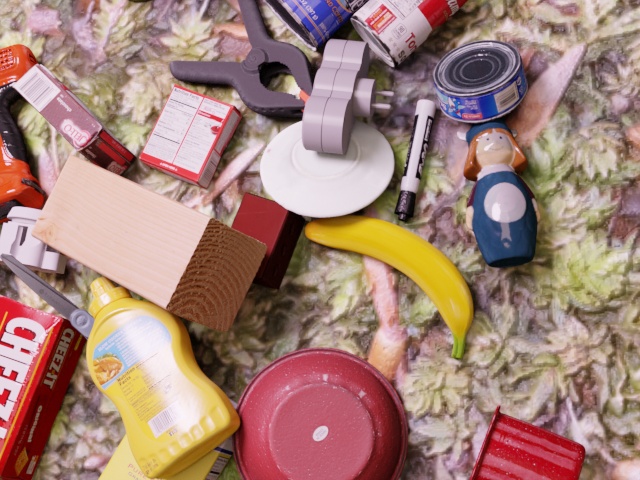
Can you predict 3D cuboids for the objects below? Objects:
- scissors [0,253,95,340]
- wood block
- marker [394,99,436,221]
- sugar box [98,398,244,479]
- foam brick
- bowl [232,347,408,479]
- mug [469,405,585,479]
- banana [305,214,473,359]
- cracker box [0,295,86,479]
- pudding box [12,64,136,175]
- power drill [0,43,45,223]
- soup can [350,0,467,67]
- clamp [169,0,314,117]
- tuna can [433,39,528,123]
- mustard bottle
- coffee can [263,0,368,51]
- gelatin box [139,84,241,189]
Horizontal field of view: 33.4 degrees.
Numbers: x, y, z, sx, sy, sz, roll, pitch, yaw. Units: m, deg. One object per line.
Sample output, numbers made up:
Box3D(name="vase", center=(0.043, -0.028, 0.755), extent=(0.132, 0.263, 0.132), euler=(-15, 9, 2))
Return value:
Box3D(name="scissors", center=(-0.209, 0.071, 1.023), extent=(0.096, 0.016, 0.201), euler=(-35, 99, -12))
Box3D(name="wood block", center=(-0.163, 0.001, 1.002), extent=(0.206, 0.090, 0.091), euler=(23, 86, 38))
Box3D(name="marker", center=(0.091, -0.077, 1.030), extent=(0.020, 0.020, 0.121), euler=(10, 78, 16))
Box3D(name="sugar box", center=(-0.147, 0.215, 0.999), extent=(0.093, 0.048, 0.176), euler=(27, 85, 19))
Box3D(name="foam brick", center=(-0.057, 0.001, 1.030), extent=(0.051, 0.053, 0.078), euler=(18, 81, 18))
Box3D(name="bowl", center=(0.000, 0.174, 0.947), extent=(0.162, 0.055, 0.162), euler=(0, 80, -1))
Box3D(name="mug", center=(0.170, 0.208, 0.905), extent=(0.081, 0.093, 0.117), euler=(20, 112, 13))
Box3D(name="banana", center=(0.074, 0.024, 0.999), extent=(0.198, 0.037, 0.069), euler=(40, 87, 20))
Box3D(name="cracker box", center=(-0.363, 0.128, 1.063), extent=(0.214, 0.072, 0.164), euler=(16, 79, 17))
Box3D(name="pudding box", center=(-0.250, -0.120, 1.092), extent=(0.039, 0.090, 0.113), euler=(-44, 69, -2))
Box3D(name="power drill", center=(-0.378, -0.105, 1.137), extent=(0.184, 0.057, 0.188), euler=(-19, 72, 9))
Box3D(name="soup can", center=(0.088, -0.228, 1.046), extent=(0.102, 0.068, 0.068), euler=(-43, 70, 1))
Box3D(name="clamp", center=(-0.061, -0.187, 1.089), extent=(0.172, 0.039, 0.120), euler=(29, 88, 21))
Box3D(name="tuna can", center=(0.150, -0.151, 1.008), extent=(0.086, 0.033, 0.086), euler=(-13, 43, 12))
Box3D(name="mustard bottle", center=(-0.159, 0.114, 0.975), extent=(0.096, 0.058, 0.192), euler=(-36, 71, 7))
Box3D(name="coffee can", center=(0.012, -0.273, 1.059), extent=(0.140, 0.102, 0.103), euler=(-44, 70, 0))
Box3D(name="gelatin box", center=(-0.132, -0.106, 1.090), extent=(0.073, 0.030, 0.089), euler=(22, 81, 20))
